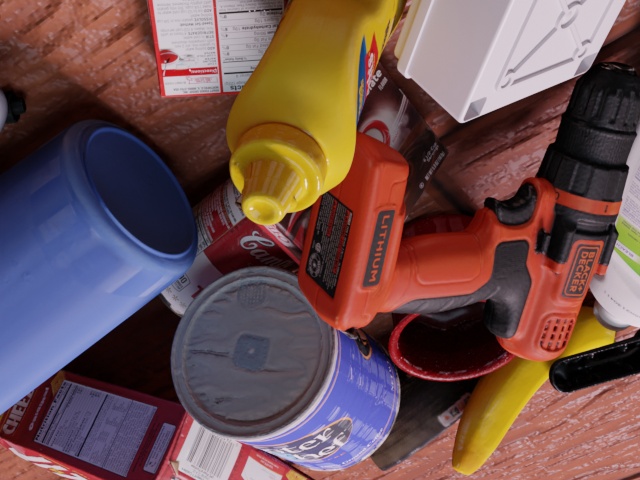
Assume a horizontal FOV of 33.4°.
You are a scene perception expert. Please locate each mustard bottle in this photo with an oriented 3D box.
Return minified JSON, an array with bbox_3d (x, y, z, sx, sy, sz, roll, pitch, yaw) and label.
[{"bbox_3d":[-0.002,-0.078,0.501,0.058,0.191,0.096,19,136,0],"label":"mustard bottle"}]

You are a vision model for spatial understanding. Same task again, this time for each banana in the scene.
[{"bbox_3d":[0.160,0.095,0.775,0.197,0.069,0.037,-26,-169,-33],"label":"banana"}]

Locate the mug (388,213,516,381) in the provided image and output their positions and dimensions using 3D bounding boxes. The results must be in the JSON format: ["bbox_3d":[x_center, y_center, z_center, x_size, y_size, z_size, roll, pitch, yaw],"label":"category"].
[{"bbox_3d":[0.092,0.043,0.733,0.093,0.081,0.117,-19,137,15],"label":"mug"}]

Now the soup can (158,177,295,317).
[{"bbox_3d":[-0.054,0.001,0.681,0.068,0.068,0.102,30,128,-33],"label":"soup can"}]

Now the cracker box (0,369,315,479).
[{"bbox_3d":[-0.116,0.165,0.778,0.214,0.072,0.164,4,153,46],"label":"cracker box"}]

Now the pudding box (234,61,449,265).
[{"bbox_3d":[0.015,-0.037,0.620,0.039,0.113,0.090,19,161,45],"label":"pudding box"}]

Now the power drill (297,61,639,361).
[{"bbox_3d":[0.089,-0.017,0.595,0.187,0.057,0.184,3,110,-28],"label":"power drill"}]

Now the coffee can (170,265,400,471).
[{"bbox_3d":[-0.017,0.085,0.672,0.103,0.103,0.140,-18,156,14],"label":"coffee can"}]

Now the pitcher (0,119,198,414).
[{"bbox_3d":[-0.202,0.023,0.658,0.243,0.145,0.149,-33,144,23],"label":"pitcher"}]

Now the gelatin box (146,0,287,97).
[{"bbox_3d":[-0.054,-0.119,0.574,0.073,0.030,0.089,-4,138,-4],"label":"gelatin box"}]
